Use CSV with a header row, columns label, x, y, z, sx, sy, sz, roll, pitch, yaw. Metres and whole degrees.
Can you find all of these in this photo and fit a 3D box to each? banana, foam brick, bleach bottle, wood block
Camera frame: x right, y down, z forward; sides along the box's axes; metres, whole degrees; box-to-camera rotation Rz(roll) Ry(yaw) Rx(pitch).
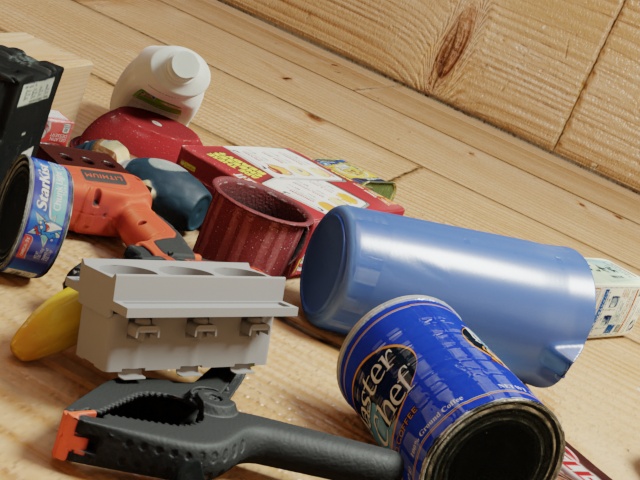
label,x,y,z,sx,sy,sz,roll,pitch,yaw
banana,-0.112,0.048,0.715,0.197,0.069,0.037,8,-13,-41
foam brick,-0.210,-0.047,0.924,0.078,0.051,0.053,7,23,-46
bleach bottle,-0.167,-0.168,1.181,0.102,0.068,0.251,17,-8,-18
wood block,-0.309,-0.141,1.021,0.090,0.091,0.206,24,16,6

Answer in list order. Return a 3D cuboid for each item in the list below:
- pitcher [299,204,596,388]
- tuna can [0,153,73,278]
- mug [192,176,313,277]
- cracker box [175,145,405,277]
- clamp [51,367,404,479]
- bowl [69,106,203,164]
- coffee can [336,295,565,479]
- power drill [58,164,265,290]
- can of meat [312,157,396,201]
label,x,y,z,sx,sy,sz,roll,pitch,yaw
pitcher,0.107,0.040,0.954,0.242,0.145,0.149,14,-14,-21
tuna can,-0.208,-0.016,0.764,0.033,0.086,0.086,16,17,-31
mug,-0.056,0.001,0.928,0.093,0.081,0.117,34,19,33
cracker box,-0.033,-0.034,1.101,0.164,0.072,0.213,30,18,23
clamp,-0.058,0.112,0.633,0.165,0.036,0.209,25,14,34
bowl,-0.181,-0.100,1.137,0.162,0.055,0.162,21,15,-6
coffee can,0.083,0.113,0.718,0.102,0.103,0.140,15,18,-28
power drill,-0.151,0.007,0.827,0.184,0.057,0.188,9,23,-48
can of meat,0.032,-0.062,1.313,0.084,0.057,0.101,28,16,26
